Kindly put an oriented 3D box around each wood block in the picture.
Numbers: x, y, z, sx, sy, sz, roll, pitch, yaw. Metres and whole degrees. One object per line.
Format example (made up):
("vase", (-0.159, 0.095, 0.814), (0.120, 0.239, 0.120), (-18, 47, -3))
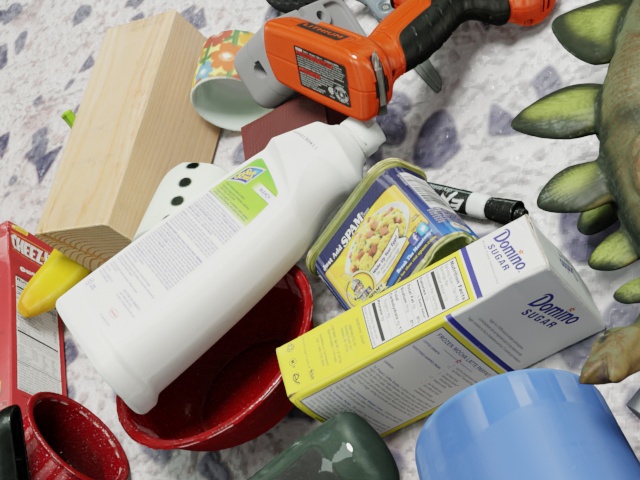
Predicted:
("wood block", (-0.153, -0.080, 0.907), (0.090, 0.090, 0.206), (-6, 60, 36))

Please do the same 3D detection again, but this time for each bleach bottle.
("bleach bottle", (-0.055, 0.001, 0.730), (0.250, 0.068, 0.103), (-39, 45, -8))

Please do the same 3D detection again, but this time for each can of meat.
("can of meat", (0.050, 0.011, 0.705), (0.102, 0.057, 0.084), (-54, 47, 18))

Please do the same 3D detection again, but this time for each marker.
("marker", (0.091, -0.028, 0.736), (0.121, 0.020, 0.020), (16, 73, 42))

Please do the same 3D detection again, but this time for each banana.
("banana", (-0.216, -0.016, 0.932), (0.037, 0.069, 0.198), (-28, 49, 46))

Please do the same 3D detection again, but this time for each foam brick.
("foam brick", (-0.014, -0.073, 0.823), (0.078, 0.051, 0.053), (-26, 51, 23))

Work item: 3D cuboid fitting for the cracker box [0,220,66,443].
("cracker box", (-0.303, 0.110, 0.915), (0.164, 0.072, 0.214), (-31, 47, 17))

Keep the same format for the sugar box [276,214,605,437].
("sugar box", (0.071, 0.059, 0.643), (0.176, 0.093, 0.048), (-31, 49, 17))

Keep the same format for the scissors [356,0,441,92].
("scissors", (0.064, -0.199, 0.865), (0.096, 0.016, 0.202), (-36, 59, -15))

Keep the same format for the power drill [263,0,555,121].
("power drill", (0.050, -0.173, 0.783), (0.187, 0.057, 0.185), (-39, 46, -25))

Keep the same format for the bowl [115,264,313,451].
("bowl", (-0.061, 0.088, 0.740), (0.162, 0.055, 0.162), (-24, 37, 20))

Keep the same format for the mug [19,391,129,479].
("mug", (-0.195, 0.181, 0.783), (0.081, 0.093, 0.117), (-47, 75, 10))
